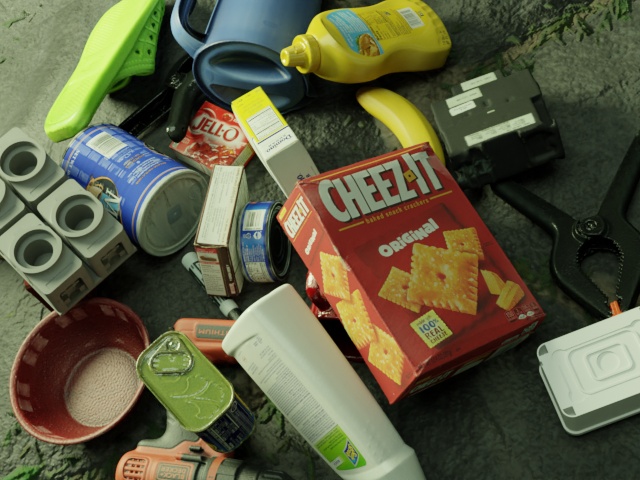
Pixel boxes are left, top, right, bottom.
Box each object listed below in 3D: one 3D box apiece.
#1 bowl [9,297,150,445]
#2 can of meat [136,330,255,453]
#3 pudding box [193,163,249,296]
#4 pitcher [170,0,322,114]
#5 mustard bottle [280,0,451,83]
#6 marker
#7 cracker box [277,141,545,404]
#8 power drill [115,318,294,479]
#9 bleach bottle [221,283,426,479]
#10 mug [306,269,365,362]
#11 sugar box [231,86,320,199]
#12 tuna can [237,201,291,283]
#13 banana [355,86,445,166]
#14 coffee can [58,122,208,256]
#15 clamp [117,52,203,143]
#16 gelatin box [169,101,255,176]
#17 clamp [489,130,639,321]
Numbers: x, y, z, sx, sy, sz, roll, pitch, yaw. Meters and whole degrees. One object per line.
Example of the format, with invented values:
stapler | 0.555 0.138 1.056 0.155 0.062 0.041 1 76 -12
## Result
bowl | -0.240 0.143 1.115 0.162 0.055 0.162 -9 59 15
can of meat | -0.113 0.143 0.989 0.057 0.084 0.102 -43 61 -9
pudding box | -0.100 -0.010 1.122 0.039 0.090 0.113 1 51 7
pitcher | -0.068 -0.280 1.246 0.145 0.149 0.242 0 59 19
mustard bottle | 0.043 -0.215 1.168 0.191 0.058 0.096 -16 57 -29
marker | -0.110 0.057 1.142 0.020 0.020 0.121 -39 57 -6
cracker box | 0.085 0.023 0.995 0.163 0.072 0.214 -19 68 -31
power drill | -0.098 0.172 1.050 0.185 0.057 0.187 3 62 16
bleach bottle | 0.015 0.164 0.982 0.068 0.103 0.251 -32 78 -32
mug | 0.026 0.057 1.043 0.093 0.117 0.081 -14 50 39
sugar box | -0.039 -0.090 1.117 0.048 0.093 0.176 -33 31 -2
tuna can | -0.057 0.001 1.116 0.034 0.086 0.086 -2 61 15
banana | 0.092 -0.105 1.152 0.070 0.037 0.198 -23 56 10
coffee can | -0.208 -0.058 1.189 0.140 0.102 0.102 30 75 30
clamp | -0.161 -0.175 1.261 0.120 0.039 0.171 19 67 44
gelatin box | -0.119 -0.113 1.234 0.089 0.030 0.073 29 74 29
clamp | 0.273 -0.013 1.041 0.164 0.036 0.210 -22 54 8
